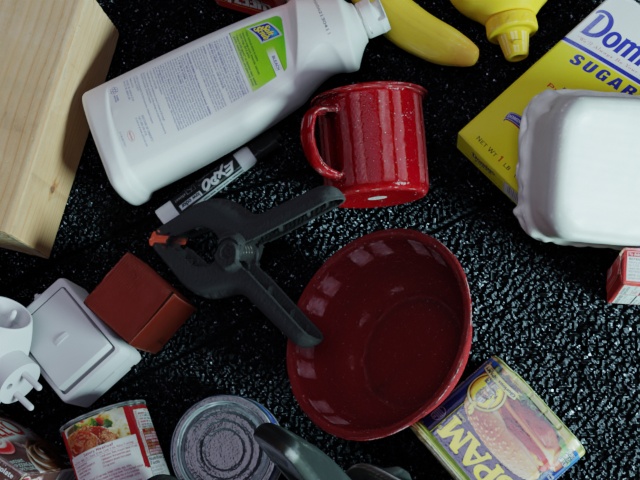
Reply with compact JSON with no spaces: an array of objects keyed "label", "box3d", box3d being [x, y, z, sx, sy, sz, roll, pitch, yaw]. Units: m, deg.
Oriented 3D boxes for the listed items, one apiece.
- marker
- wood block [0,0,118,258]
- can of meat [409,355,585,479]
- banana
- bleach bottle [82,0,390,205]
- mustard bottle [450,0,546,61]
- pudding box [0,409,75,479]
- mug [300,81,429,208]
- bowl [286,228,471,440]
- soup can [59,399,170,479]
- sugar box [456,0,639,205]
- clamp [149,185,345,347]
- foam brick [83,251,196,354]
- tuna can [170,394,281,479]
[{"label":"marker","box3d":[-0.082,-0.053,0.879,0.121,0.020,0.020,-37,75,-2]},{"label":"wood block","box3d":[-0.246,-0.101,0.875,0.090,0.091,0.206,13,79,10]},{"label":"can of meat","box3d":[0.130,0.148,0.786,0.084,0.057,0.102,-40,75,-5]},{"label":"banana","box3d":[0.055,-0.213,0.881,0.070,0.037,0.198,-35,78,31]},{"label":"bleach bottle","box3d":[-0.060,-0.124,0.860,0.251,0.068,0.102,-24,74,5]},{"label":"mustard bottle","box3d":[0.144,-0.237,0.873,0.096,0.058,0.191,-9,76,6]},{"label":"pudding box","box3d":[-0.241,0.163,0.801,0.090,0.113,0.039,31,86,13]},{"label":"mug","box3d":[0.033,-0.072,0.825,0.093,0.117,0.081,-13,78,45]},{"label":"bowl","box3d":[0.054,0.075,0.793,0.162,0.055,0.162,-19,57,32]},{"label":"soup can","box3d":[-0.150,0.180,0.809,0.068,0.068,0.102,-22,76,2]},{"label":"sugar box","box3d":[0.203,-0.106,0.841,0.176,0.048,0.093,-43,77,-2]},{"label":"clamp","box3d":[-0.055,0.001,0.825,0.172,0.039,0.120,19,90,28]},{"label":"foam brick","box3d":[-0.140,0.050,0.832,0.051,0.078,0.053,41,85,12]},{"label":"tuna can","box3d":[-0.071,0.161,0.820,0.086,0.033,0.086,-2,77,7]}]
